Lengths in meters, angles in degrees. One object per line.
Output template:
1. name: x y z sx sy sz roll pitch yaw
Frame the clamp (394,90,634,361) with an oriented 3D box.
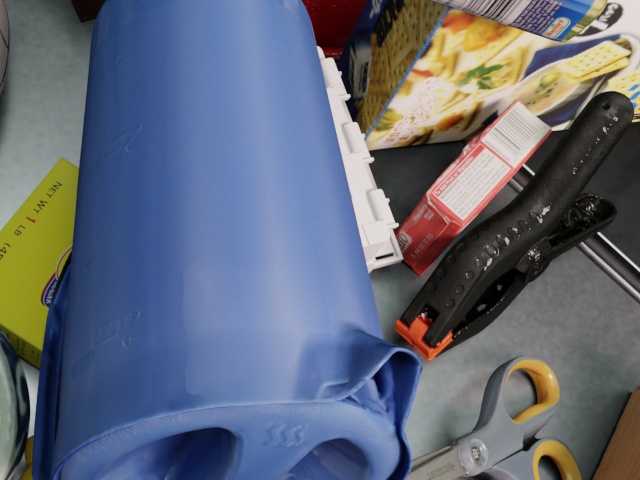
1. clamp: 0.111 -0.006 0.582 0.171 0.120 0.039 -39 56 -22

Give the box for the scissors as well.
1. scissors: 0.084 0.120 0.525 0.201 0.016 0.096 -31 94 -54

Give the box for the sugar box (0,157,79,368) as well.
1. sugar box: -0.086 0.045 0.543 0.176 0.048 0.093 32 64 0

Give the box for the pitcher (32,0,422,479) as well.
1. pitcher: -0.053 0.001 0.462 0.149 0.145 0.243 -2 55 -8

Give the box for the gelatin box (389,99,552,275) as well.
1. gelatin box: 0.082 -0.030 0.603 0.030 0.073 0.089 43 65 5
